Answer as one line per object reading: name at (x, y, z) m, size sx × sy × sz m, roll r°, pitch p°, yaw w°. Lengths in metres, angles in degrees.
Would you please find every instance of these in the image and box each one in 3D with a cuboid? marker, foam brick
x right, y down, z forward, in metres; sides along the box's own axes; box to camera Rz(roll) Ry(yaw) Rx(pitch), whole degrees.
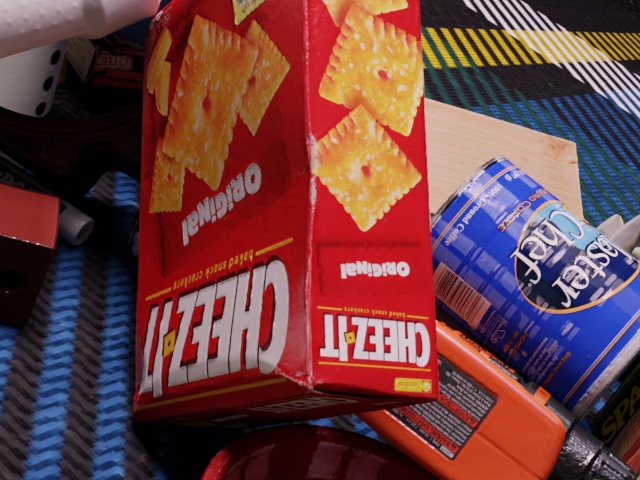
marker at (-0.186, -0.037, 0.628) m, size 0.121 × 0.020 × 0.020 m, roll 33°, pitch 26°, yaw 11°
foam brick at (-0.175, 0.001, 0.530) m, size 0.078 × 0.053 × 0.051 m, roll 16°, pitch 28°, yaw -23°

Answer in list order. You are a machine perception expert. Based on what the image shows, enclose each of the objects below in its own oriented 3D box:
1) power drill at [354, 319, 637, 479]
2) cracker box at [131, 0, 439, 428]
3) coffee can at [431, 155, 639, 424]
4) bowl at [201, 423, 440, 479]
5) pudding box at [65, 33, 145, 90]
power drill at (0.087, 0.093, 0.554) m, size 0.184 × 0.057 × 0.187 m, roll 34°, pitch 1°, yaw 15°
cracker box at (-0.025, -0.027, 0.492) m, size 0.072 × 0.164 × 0.213 m, roll 9°, pitch 73°, yaw -32°
coffee can at (0.136, 0.030, 0.661) m, size 0.140 × 0.103 × 0.102 m, roll 41°, pitch 28°, yaw 17°
bowl at (0.013, 0.151, 0.438) m, size 0.162 × 0.055 × 0.162 m, roll 23°, pitch 26°, yaw -12°
pudding box at (-0.166, -0.164, 0.859) m, size 0.089 × 0.039 × 0.114 m, roll 1°, pitch 36°, yaw -42°
